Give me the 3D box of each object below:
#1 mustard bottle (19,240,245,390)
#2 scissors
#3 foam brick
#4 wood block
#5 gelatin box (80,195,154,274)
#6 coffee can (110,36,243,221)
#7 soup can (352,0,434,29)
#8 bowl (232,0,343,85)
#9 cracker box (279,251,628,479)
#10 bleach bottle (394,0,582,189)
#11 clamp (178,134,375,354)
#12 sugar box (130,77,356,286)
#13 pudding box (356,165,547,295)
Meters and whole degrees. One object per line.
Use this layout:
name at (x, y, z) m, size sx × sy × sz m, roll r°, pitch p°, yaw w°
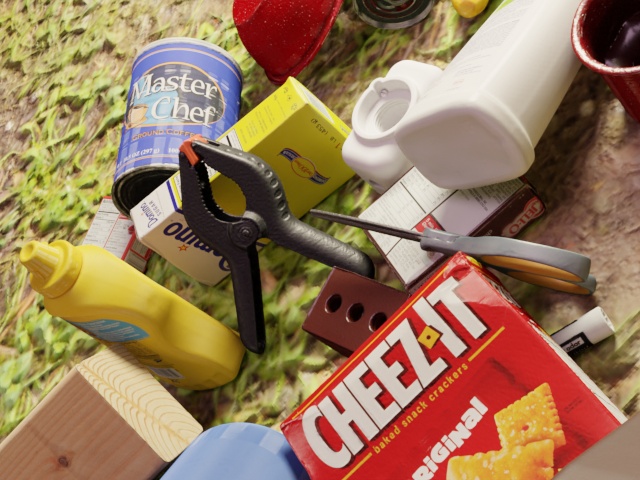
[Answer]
mustard bottle at (-0.148, 0.052, 0.798) m, size 0.096 × 0.191 × 0.058 m, roll 1°, pitch 64°, yaw 40°
scissors at (0.093, 0.007, 0.699) m, size 0.202 × 0.096 × 0.016 m, roll 11°, pitch 80°, yaw 45°
foam brick at (0.037, 0.060, 0.741) m, size 0.078 × 0.051 × 0.053 m, roll 19°, pitch 76°, yaw 45°
wood block at (-0.192, 0.181, 0.747) m, size 0.091 × 0.090 × 0.206 m, roll 45°, pitch 100°, yaw 3°
gelatin box at (-0.185, 0.005, 0.978) m, size 0.073 × 0.030 × 0.089 m, roll 6°, pitch 67°, yaw 43°
coffee can at (-0.124, -0.092, 0.938) m, size 0.103 × 0.102 × 0.140 m, roll -18°, pitch 53°, yaw 30°
soup can at (0.061, -0.240, 0.909) m, size 0.069 × 0.068 × 0.102 m, roll -20°, pitch 51°, yaw 29°
bowl at (-0.033, -0.222, 0.940) m, size 0.162 × 0.055 × 0.162 m, roll -44°, pitch 36°, yaw 44°
cracker box at (0.094, 0.135, 0.613) m, size 0.164 × 0.072 × 0.214 m, roll -45°, pitch 51°, yaw 8°
bleach bottle at (0.153, -0.146, 0.740) m, size 0.250 × 0.068 × 0.103 m, roll -53°, pitch 21°, yaw -26°
clamp at (-0.055, 0.001, 0.805) m, size 0.120 × 0.171 × 0.039 m, roll -44°, pitch -1°, yaw 12°
sugar box at (-0.057, -0.043, 0.857) m, size 0.176 × 0.093 × 0.048 m, roll -40°, pitch 44°, yaw 13°
pudding box at (0.091, -0.019, 0.759) m, size 0.113 × 0.039 × 0.090 m, roll -41°, pitch 43°, yaw 8°
